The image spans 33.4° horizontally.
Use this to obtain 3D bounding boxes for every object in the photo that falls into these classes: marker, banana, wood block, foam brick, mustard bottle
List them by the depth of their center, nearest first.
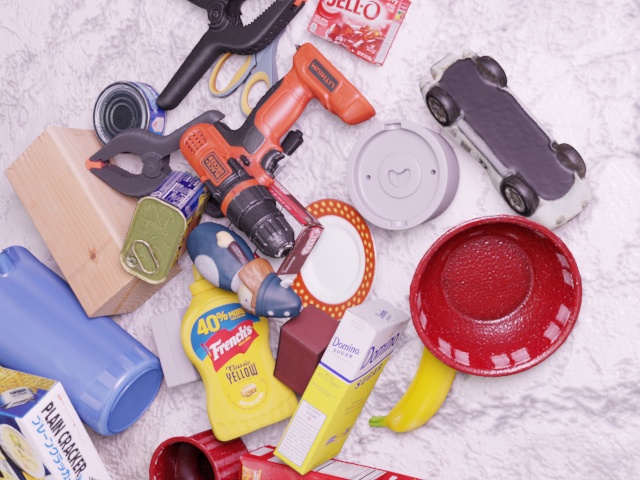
[{"bbox_3d":[0.107,0.119,1.079,0.070,0.037,0.198,27,105,24],"label":"banana"},{"bbox_3d":[-0.011,0.116,1.116,0.051,0.052,0.078,32,137,24],"label":"foam brick"},{"bbox_3d":[-0.099,0.113,1.158,0.096,0.058,0.191,-19,85,-10],"label":"mustard bottle"},{"bbox_3d":[-0.058,-0.073,1.165,0.020,0.020,0.121,47,112,18],"label":"marker"},{"bbox_3d":[-0.265,-0.023,1.239,0.091,0.090,0.206,-39,75,23],"label":"wood block"}]

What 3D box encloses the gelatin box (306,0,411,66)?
[{"bbox_3d":[0.038,-0.232,1.099,0.089,0.030,0.073,32,106,23],"label":"gelatin box"}]

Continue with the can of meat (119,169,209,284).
[{"bbox_3d":[-0.166,-0.017,1.155,0.057,0.083,0.102,26,122,3],"label":"can of meat"}]

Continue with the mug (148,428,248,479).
[{"bbox_3d":[-0.138,0.263,1.191,0.117,0.081,0.093,-43,74,23],"label":"mug"}]

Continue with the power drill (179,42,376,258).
[{"bbox_3d":[-0.036,-0.096,1.094,0.188,0.057,0.184,-42,64,5],"label":"power drill"}]

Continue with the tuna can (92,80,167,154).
[{"bbox_3d":[-0.223,-0.143,1.240,0.086,0.033,0.086,2,94,28],"label":"tuna can"}]

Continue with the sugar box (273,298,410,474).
[{"bbox_3d":[0.023,0.148,1.093,0.048,0.093,0.176,34,108,19],"label":"sugar box"}]

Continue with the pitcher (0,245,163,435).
[{"bbox_3d":[-0.307,0.127,1.258,0.243,0.149,0.145,33,92,19],"label":"pitcher"}]

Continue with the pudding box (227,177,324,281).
[{"bbox_3d":[-0.057,0.002,1.146,0.090,0.039,0.114,46,117,30],"label":"pudding box"}]

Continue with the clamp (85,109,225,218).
[{"bbox_3d":[-0.177,-0.077,1.199,0.172,0.039,0.120,-6,98,19],"label":"clamp"}]

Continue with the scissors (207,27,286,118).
[{"bbox_3d":[-0.043,-0.210,1.150,0.202,0.016,0.096,-38,72,25],"label":"scissors"}]

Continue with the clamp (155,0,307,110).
[{"bbox_3d":[-0.110,-0.250,1.164,0.210,0.036,0.164,-19,77,30],"label":"clamp"}]

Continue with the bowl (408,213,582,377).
[{"bbox_3d":[0.162,0.046,1.014,0.162,0.055,0.162,0,107,0],"label":"bowl"}]
